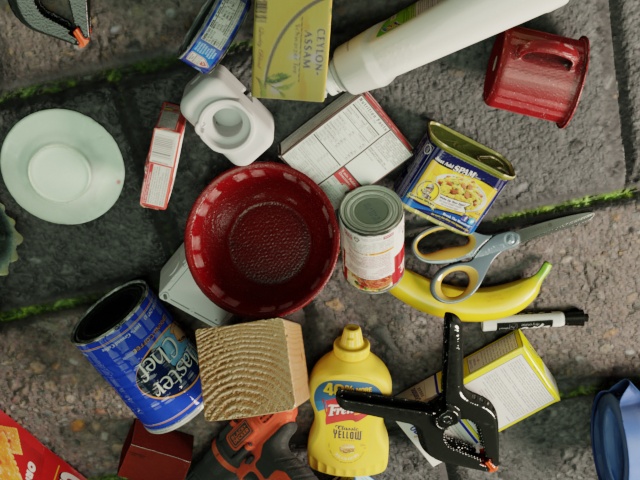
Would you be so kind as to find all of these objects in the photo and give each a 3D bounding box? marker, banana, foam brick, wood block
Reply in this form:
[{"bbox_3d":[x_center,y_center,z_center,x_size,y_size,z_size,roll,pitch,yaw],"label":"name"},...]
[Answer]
[{"bbox_3d":[0.244,0.090,1.212,0.121,0.020,0.020,-3,117,1],"label":"marker"},{"bbox_3d":[0.157,0.056,1.187,0.197,0.037,0.069,0,94,-3],"label":"banana"},{"bbox_3d":[-0.196,0.257,1.274,0.078,0.051,0.053,20,114,-11],"label":"foam brick"},{"bbox_3d":[-0.066,0.133,1.116,0.090,0.206,0.091,-8,83,3],"label":"wood block"}]

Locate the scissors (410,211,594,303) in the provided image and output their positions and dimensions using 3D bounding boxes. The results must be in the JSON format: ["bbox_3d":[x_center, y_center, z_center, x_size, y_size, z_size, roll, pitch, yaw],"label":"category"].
[{"bbox_3d":[0.199,0.019,1.159,0.201,0.016,0.096,-2,88,0],"label":"scissors"}]

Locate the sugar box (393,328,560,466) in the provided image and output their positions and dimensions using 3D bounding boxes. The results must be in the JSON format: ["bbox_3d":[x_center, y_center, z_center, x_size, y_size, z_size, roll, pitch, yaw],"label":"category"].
[{"bbox_3d":[0.180,0.185,1.246,0.176,0.048,0.093,-30,113,18],"label":"sugar box"}]

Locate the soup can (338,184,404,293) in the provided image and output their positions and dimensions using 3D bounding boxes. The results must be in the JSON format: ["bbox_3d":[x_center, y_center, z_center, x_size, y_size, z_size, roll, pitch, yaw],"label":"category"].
[{"bbox_3d":[0.054,-0.001,1.115,0.068,0.068,0.102,-4,142,1],"label":"soup can"}]

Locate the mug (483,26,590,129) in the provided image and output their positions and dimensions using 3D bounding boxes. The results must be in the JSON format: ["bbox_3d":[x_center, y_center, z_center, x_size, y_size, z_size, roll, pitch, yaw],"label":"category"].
[{"bbox_3d":[0.209,-0.165,1.032,0.081,0.117,0.093,13,80,-2],"label":"mug"}]

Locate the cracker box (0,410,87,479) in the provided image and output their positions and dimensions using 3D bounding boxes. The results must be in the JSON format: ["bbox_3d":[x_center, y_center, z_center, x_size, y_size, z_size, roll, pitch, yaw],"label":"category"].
[{"bbox_3d":[-0.368,0.290,1.226,0.072,0.164,0.213,-38,111,19],"label":"cracker box"}]

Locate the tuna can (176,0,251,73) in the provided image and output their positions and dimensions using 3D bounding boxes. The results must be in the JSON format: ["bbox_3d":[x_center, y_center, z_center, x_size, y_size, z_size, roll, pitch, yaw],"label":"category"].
[{"bbox_3d":[-0.101,-0.203,1.020,0.033,0.086,0.086,30,113,-17],"label":"tuna can"}]

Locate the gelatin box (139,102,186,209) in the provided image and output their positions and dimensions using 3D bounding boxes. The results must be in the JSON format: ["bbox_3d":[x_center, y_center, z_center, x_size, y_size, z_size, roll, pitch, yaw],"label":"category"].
[{"bbox_3d":[-0.159,-0.086,1.086,0.030,0.073,0.089,13,117,-6],"label":"gelatin box"}]

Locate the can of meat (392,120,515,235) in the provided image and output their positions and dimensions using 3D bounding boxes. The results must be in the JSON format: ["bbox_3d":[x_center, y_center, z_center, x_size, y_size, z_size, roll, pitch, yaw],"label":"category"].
[{"bbox_3d":[0.137,-0.062,1.112,0.102,0.057,0.084,25,116,-13],"label":"can of meat"}]

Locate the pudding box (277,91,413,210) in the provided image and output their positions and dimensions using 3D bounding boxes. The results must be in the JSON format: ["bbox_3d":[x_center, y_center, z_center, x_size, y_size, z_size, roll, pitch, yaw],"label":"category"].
[{"bbox_3d":[0.026,-0.094,1.104,0.114,0.039,0.090,-36,112,15],"label":"pudding box"}]

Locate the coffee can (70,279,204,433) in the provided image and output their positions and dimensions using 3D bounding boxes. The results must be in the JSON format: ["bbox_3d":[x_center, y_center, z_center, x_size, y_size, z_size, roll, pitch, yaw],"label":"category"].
[{"bbox_3d":[-0.192,0.129,1.179,0.103,0.103,0.140,-29,114,13],"label":"coffee can"}]

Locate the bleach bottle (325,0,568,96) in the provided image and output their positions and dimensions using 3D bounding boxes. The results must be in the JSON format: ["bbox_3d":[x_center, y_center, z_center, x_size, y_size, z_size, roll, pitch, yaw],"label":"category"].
[{"bbox_3d":[0.109,-0.206,1.025,0.251,0.102,0.068,-24,108,18],"label":"bleach bottle"}]

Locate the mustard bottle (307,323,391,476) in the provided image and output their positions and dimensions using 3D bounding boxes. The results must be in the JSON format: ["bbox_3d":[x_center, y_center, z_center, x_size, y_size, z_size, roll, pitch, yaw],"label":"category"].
[{"bbox_3d":[0.034,0.182,1.235,0.096,0.058,0.192,4,117,5],"label":"mustard bottle"}]

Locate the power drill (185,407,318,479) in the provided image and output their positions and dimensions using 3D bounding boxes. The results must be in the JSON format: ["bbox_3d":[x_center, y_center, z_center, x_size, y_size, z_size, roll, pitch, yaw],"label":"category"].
[{"bbox_3d":[-0.061,0.292,1.234,0.185,0.057,0.188,-47,64,21],"label":"power drill"}]

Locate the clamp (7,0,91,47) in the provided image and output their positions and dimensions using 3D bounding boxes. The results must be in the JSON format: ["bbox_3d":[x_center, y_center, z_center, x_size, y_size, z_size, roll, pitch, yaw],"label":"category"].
[{"bbox_3d":[-0.270,-0.264,1.013,0.120,0.039,0.171,-36,118,21],"label":"clamp"}]

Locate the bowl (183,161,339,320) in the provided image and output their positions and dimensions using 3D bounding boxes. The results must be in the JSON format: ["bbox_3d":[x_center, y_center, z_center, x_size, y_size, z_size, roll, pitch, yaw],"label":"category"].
[{"bbox_3d":[-0.057,0.001,1.109,0.162,0.055,0.162,-1,86,8],"label":"bowl"}]

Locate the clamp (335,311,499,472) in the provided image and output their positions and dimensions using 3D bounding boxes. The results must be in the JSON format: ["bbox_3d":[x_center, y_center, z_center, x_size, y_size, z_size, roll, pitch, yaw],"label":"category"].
[{"bbox_3d":[0.127,0.194,1.202,0.164,0.036,0.210,-30,116,9],"label":"clamp"}]
